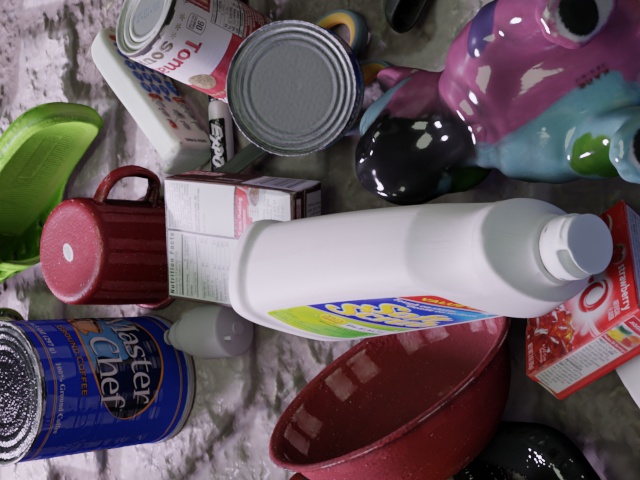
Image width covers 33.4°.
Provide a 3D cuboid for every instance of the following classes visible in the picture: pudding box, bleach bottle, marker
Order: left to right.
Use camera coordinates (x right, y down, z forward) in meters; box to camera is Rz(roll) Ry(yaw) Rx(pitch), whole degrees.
[{"bbox_3d":[-0.073,-0.071,0.793,0.020,0.020,0.121,-8,83,40],"label":"marker"},{"bbox_3d":[-0.055,0.001,0.742,0.114,0.039,0.090,7,105,31],"label":"pudding box"},{"bbox_3d":[0.050,0.014,0.588,0.251,0.102,0.068,-13,62,57],"label":"bleach bottle"}]

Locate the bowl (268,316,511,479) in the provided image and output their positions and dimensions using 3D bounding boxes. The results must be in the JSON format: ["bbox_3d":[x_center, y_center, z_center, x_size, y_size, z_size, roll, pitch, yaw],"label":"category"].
[{"bbox_3d":[0.051,0.099,0.617,0.162,0.161,0.055,-24,105,38],"label":"bowl"}]

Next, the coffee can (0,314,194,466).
[{"bbox_3d":[-0.180,0.108,0.799,0.103,0.140,0.103,-2,87,40],"label":"coffee can"}]

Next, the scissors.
[{"bbox_3d":[-0.031,-0.094,0.749,0.202,0.016,0.096,-18,72,33],"label":"scissors"}]

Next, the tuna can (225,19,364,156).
[{"bbox_3d":[-0.015,-0.098,0.688,0.086,0.033,0.086,2,98,14],"label":"tuna can"}]

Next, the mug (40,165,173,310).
[{"bbox_3d":[-0.157,-0.002,0.822,0.093,0.081,0.117,31,109,37],"label":"mug"}]

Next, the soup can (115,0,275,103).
[{"bbox_3d":[-0.078,-0.137,0.726,0.069,0.102,0.068,-23,58,41],"label":"soup can"}]
